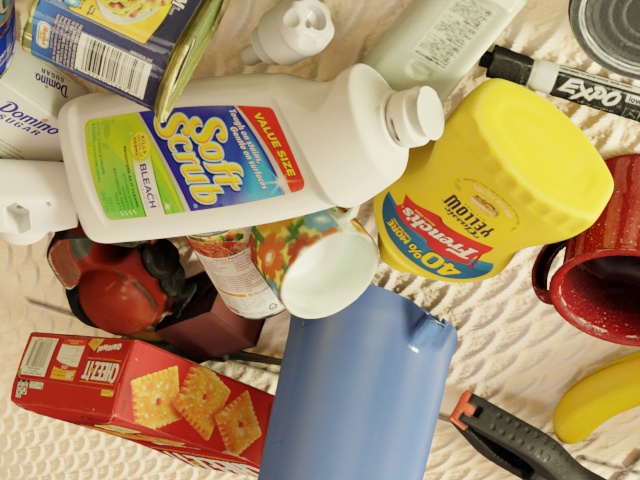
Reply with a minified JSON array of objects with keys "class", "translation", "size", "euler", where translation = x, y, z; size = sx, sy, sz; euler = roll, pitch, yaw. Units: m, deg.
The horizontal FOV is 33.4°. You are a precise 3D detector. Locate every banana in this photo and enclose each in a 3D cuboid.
[{"class":"banana","translation":[0.231,0.117,0.799],"size":[0.069,0.037,0.198],"euler":[33,143,-19]}]

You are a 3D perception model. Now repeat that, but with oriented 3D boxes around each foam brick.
[{"class":"foam brick","translation":[-0.086,0.059,0.861],"size":[0.078,0.053,0.051],"euler":[-22,128,42]}]

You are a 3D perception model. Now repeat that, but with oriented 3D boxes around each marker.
[{"class":"marker","translation":[0.146,-0.083,0.585],"size":[0.121,0.020,0.020],"euler":[17,145,3]}]

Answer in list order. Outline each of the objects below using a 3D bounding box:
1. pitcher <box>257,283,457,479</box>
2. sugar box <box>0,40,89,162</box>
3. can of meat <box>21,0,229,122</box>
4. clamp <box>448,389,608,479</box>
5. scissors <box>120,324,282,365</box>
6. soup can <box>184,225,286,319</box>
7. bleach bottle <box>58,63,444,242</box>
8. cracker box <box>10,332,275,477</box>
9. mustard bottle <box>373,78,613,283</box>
[{"class":"pitcher","translation":[0.011,0.165,0.793],"size":[0.145,0.242,0.149],"euler":[7,150,14]},{"class":"sugar box","translation":[-0.246,-0.073,0.729],"size":[0.176,0.048,0.093],"euler":[-22,144,26]},{"class":"can of meat","translation":[-0.101,-0.126,0.576],"size":[0.084,0.102,0.058],"euler":[25,145,-4]},{"class":"clamp","translation":[0.199,0.195,0.899],"size":[0.209,0.036,0.165],"euler":[39,159,-21]},{"class":"scissors","translation":[-0.105,0.087,0.940],"size":[0.202,0.016,0.096],"euler":[-3,139,29]},{"class":"soup can","translation":[-0.055,0.001,0.754],"size":[0.069,0.068,0.102],"euler":[2,142,23]},{"class":"bleach bottle","translation":[-0.044,-0.060,0.633],"size":[0.251,0.067,0.102],"euler":[-9,94,36]},{"class":"cracker box","translation":[-0.134,0.146,0.923],"size":[0.164,0.072,0.213],"euler":[-3,155,45]},{"class":"mustard bottle","translation":[0.085,-0.021,0.652],"size":[0.096,0.058,0.192],"euler":[39,152,-6]}]
